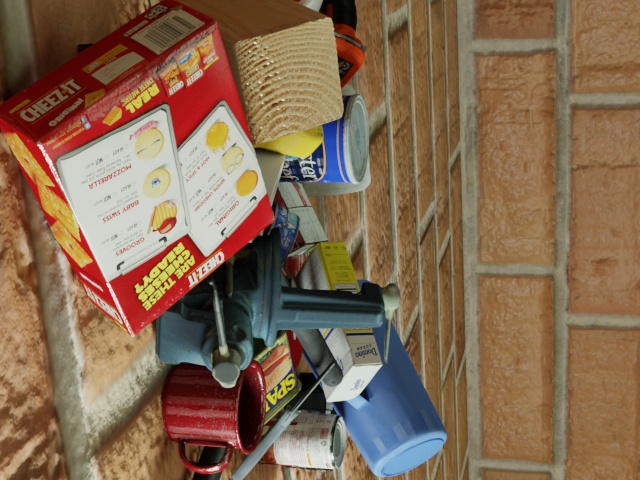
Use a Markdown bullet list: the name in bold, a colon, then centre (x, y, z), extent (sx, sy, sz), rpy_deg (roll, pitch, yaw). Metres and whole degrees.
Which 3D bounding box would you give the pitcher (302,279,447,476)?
- **pitcher**: centre (0.058, 0.180, 1.397), extent (0.243, 0.149, 0.145), rpy_deg (61, -24, 27)

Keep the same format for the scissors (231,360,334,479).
- **scissors**: centre (-0.048, 0.213, 1.213), extent (0.096, 0.016, 0.202), rpy_deg (-48, 176, -43)

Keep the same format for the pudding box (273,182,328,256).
- **pudding box**: centre (-0.036, -0.028, 1.333), extent (0.090, 0.039, 0.113), rpy_deg (65, 16, 5)

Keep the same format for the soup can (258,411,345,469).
- **soup can**: centre (-0.025, 0.249, 1.335), extent (0.068, 0.102, 0.068), rpy_deg (1, 90, -75)

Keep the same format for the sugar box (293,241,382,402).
- **sugar box**: centre (0.019, 0.098, 1.303), extent (0.093, 0.048, 0.176), rpy_deg (-58, -138, 49)

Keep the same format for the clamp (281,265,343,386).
- **clamp**: centre (-0.022, 0.090, 1.198), extent (0.120, 0.039, 0.171), rpy_deg (58, 3, 37)

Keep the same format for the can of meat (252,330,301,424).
- **can of meat**: centre (-0.074, 0.149, 1.189), extent (0.101, 0.058, 0.084), rpy_deg (-39, 130, -38)

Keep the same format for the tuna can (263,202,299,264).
- **tuna can**: centre (-0.058, 0.002, 1.236), extent (0.086, 0.033, 0.086), rpy_deg (-56, -163, 26)

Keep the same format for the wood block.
- **wood block**: centre (-0.070, -0.167, 0.945), extent (0.206, 0.090, 0.091), rpy_deg (40, -36, 54)

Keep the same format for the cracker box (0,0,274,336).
- **cracker box**: centre (-0.135, -0.055, 0.831), extent (0.164, 0.072, 0.213), rpy_deg (-40, 142, -23)

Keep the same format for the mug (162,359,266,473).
- **mug**: centre (-0.108, 0.174, 1.059), extent (0.093, 0.081, 0.117), rpy_deg (65, 30, -59)

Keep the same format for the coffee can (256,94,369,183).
- **coffee can**: centre (-0.022, -0.118, 1.244), extent (0.102, 0.140, 0.103), rpy_deg (1, 90, -75)

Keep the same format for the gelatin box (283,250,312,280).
- **gelatin box**: centre (-0.028, 0.031, 1.445), extent (0.089, 0.030, 0.073), rpy_deg (3, 88, -75)
